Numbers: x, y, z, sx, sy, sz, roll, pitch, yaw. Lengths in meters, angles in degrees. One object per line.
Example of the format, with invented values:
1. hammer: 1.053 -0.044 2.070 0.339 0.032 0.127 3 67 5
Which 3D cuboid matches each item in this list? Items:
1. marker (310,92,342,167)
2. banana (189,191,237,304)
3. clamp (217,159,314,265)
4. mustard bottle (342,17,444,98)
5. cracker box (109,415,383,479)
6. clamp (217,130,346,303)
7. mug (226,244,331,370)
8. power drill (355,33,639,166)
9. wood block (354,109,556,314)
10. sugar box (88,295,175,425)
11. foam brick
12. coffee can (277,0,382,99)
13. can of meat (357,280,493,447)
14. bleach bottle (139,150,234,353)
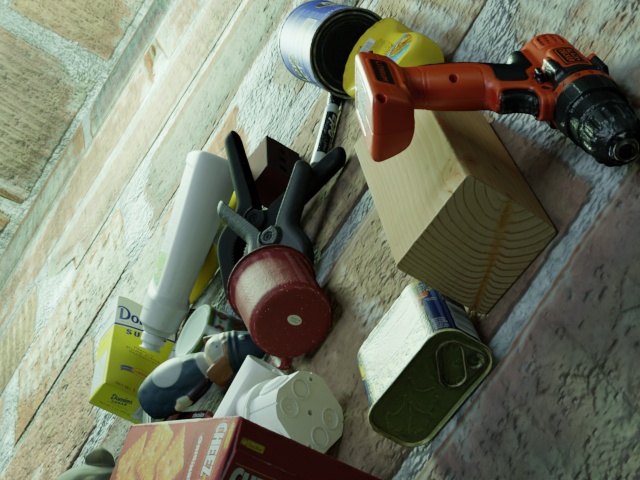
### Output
1. marker: 0.008 -0.134 1.266 0.020 0.020 0.121 -34 34 48
2. banana: -0.141 0.015 1.394 0.198 0.037 0.069 -60 4 0
3. clamp: -0.058 0.001 1.153 0.120 0.039 0.171 -22 53 28
4. mustard bottle: 0.082 -0.170 1.100 0.096 0.058 0.192 -56 22 10
5. cracker box: -0.048 0.195 0.803 0.214 0.164 0.072 -18 48 59
6. clamp: -0.057 -0.025 1.211 0.165 0.036 0.210 4 77 32
7. mug: -0.039 0.073 1.046 0.081 0.093 0.117 -125 36 -61
8. power drill: 0.124 -0.098 0.780 0.184 0.187 0.057 -105 13 -61
9. wood block: 0.102 -0.046 0.867 0.091 0.090 0.206 -52 24 20
10. sugar box: -0.234 0.151 1.348 0.048 0.093 0.176 -48 26 27
11. foam brick: -0.058 -0.081 1.302 0.051 0.053 0.078 -50 25 25
12. coffee can: 0.017 -0.226 1.249 0.103 0.102 0.140 -59 22 5
13. can of meat: 0.075 0.090 0.808 0.102 0.057 0.084 -53 21 18
14. bleach bottle: -0.170 0.016 1.327 0.103 0.068 0.251 -171 100 -76
